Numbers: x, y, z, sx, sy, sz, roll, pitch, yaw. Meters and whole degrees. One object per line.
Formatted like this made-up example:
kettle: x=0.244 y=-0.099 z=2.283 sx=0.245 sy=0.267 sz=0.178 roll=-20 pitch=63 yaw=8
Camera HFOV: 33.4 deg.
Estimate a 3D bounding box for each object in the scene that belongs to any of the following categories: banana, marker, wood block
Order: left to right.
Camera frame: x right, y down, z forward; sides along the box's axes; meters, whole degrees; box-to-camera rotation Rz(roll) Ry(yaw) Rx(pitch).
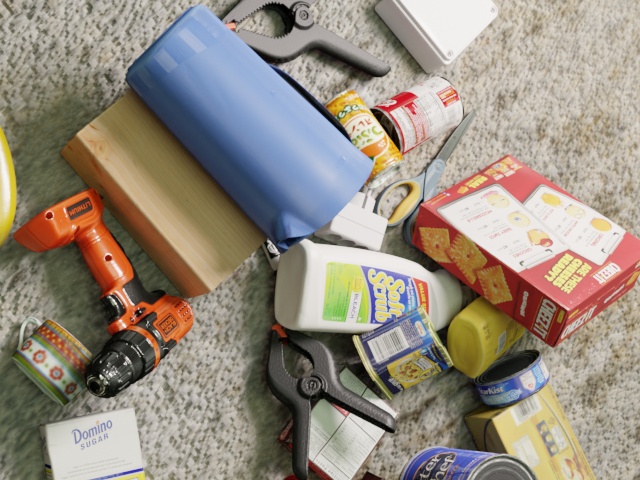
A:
banana: x=-0.339 y=-0.064 z=1.063 sx=0.069 sy=0.037 sz=0.198 roll=1 pitch=83 yaw=-25
wood block: x=-0.163 y=-0.047 z=1.111 sx=0.090 sy=0.090 sz=0.206 roll=-44 pitch=101 yaw=-23
marker: x=-0.058 y=0.001 z=1.190 sx=0.020 sy=0.020 sz=0.121 roll=-24 pitch=93 yaw=-25

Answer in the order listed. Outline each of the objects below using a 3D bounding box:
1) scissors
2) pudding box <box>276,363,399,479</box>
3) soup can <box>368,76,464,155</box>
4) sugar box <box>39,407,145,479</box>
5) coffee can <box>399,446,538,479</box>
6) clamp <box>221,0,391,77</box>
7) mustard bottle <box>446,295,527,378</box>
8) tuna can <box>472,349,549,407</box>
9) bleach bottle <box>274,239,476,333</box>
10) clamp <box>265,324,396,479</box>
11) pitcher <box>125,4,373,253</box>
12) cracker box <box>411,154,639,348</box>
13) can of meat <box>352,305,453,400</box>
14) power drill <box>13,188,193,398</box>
scissors: x=0.146 y=-0.068 z=1.293 sx=0.201 sy=0.016 sz=0.096 roll=-39 pitch=101 yaw=-23
pudding box: x=0.020 y=0.207 z=1.188 sx=0.090 sy=0.039 sz=0.113 roll=44 pitch=70 yaw=-13
soup can: x=0.111 y=-0.145 z=1.258 sx=0.102 sy=0.069 sz=0.068 roll=-29 pitch=95 yaw=-25
sugar box: x=-0.221 y=0.262 z=1.070 sx=0.093 sy=0.048 sz=0.176 roll=-7 pitch=82 yaw=-25
coffee can: x=0.164 y=0.284 z=1.185 sx=0.102 sy=0.140 sz=0.103 roll=3 pitch=82 yaw=-24
clamp: x=-0.018 y=-0.247 z=1.231 sx=0.209 sy=0.036 sz=0.164 roll=-21 pitch=91 yaw=-23
mustard bottle: x=0.231 y=0.077 z=1.272 sx=0.191 sy=0.058 sz=0.096 roll=-35 pitch=141 yaw=-31
tuna can: x=0.226 y=0.163 z=1.260 sx=0.086 sy=0.086 sz=0.034 roll=-28 pitch=97 yaw=-25
bleach bottle: x=0.072 y=0.054 z=1.208 sx=0.250 sy=0.068 sz=0.102 roll=3 pitch=96 yaw=-32
clamp: x=0.003 y=0.162 z=1.149 sx=0.120 sy=0.039 sz=0.171 roll=-16 pitch=68 yaw=-14
pitcher: x=-0.070 y=-0.119 z=1.068 sx=0.145 sy=0.149 sz=0.242 roll=-45 pitch=102 yaw=-2
cracker box: x=0.238 y=0.007 z=1.222 sx=0.163 sy=0.072 sz=0.214 roll=-29 pitch=54 yaw=-34
can of meat: x=0.093 y=0.124 z=1.181 sx=0.084 sy=0.102 sz=0.057 roll=-27 pitch=58 yaw=5
power drill: x=-0.217 y=0.050 z=1.049 sx=0.187 sy=0.057 sz=0.184 roll=57 pitch=23 yaw=-6
